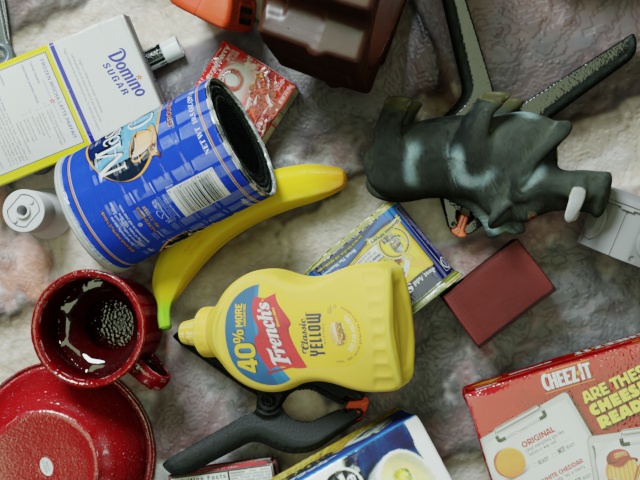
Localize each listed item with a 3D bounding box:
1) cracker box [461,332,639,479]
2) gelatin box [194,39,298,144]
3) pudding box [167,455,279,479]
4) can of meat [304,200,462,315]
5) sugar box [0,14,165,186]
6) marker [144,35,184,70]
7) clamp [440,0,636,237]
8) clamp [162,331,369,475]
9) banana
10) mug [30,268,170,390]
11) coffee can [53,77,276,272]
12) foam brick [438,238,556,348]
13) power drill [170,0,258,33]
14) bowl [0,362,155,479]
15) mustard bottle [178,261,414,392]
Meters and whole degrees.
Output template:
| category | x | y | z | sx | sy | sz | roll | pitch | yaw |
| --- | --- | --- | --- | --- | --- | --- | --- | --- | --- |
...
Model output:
| category | x | y | z | sx | sy | sz | roll | pitch | yaw |
| --- | --- | --- | --- | --- | --- | --- | --- | --- | --- |
| cracker box | 0.221 | 0.197 | 0.846 | 0.164 | 0.072 | 0.214 | -17 | 87 | 3 |
| gelatin box | -0.072 | -0.109 | 0.891 | 0.073 | 0.030 | 0.089 | 33 | 92 | 4 |
| pudding box | -0.074 | 0.241 | 0.884 | 0.090 | 0.039 | 0.113 | -8 | 87 | 3 |
| can of meat | 0.049 | 0.028 | 0.868 | 0.102 | 0.057 | 0.084 | -39 | 85 | 3 |
| sugar box | -0.222 | -0.110 | 0.875 | 0.176 | 0.048 | 0.093 | -21 | 99 | -1 |
| marker | -0.173 | -0.139 | 0.904 | 0.121 | 0.020 | 0.020 | -25 | 88 | 4 |
| clamp | 0.157 | -0.100 | 0.870 | 0.164 | 0.036 | 0.210 | 14 | 93 | 5 |
| clamp | -0.049 | 0.143 | 0.875 | 0.171 | 0.039 | 0.120 | 10 | 78 | 6 |
| banana | -0.070 | -0.010 | 0.883 | 0.198 | 0.037 | 0.070 | -40 | 73 | -2 |
| mug | -0.167 | 0.078 | 0.868 | 0.117 | 0.081 | 0.093 | 39 | 93 | 7 |
| coffee can | -0.120 | -0.050 | 0.833 | 0.140 | 0.102 | 0.103 | -26 | 88 | 13 |
| foam brick | 0.141 | 0.042 | 0.863 | 0.078 | 0.053 | 0.051 | -38 | 87 | 2 |
| power drill | -0.049 | -0.256 | 0.824 | 0.057 | 0.184 | 0.188 | 29 | 101 | 4 |
| bowl | -0.222 | 0.182 | 0.887 | 0.162 | 0.055 | 0.162 | 0 | 90 | 4 |
| mustard bottle | -0.025 | 0.069 | 0.833 | 0.192 | 0.058 | 0.096 | -4 | 96 | 25 |
